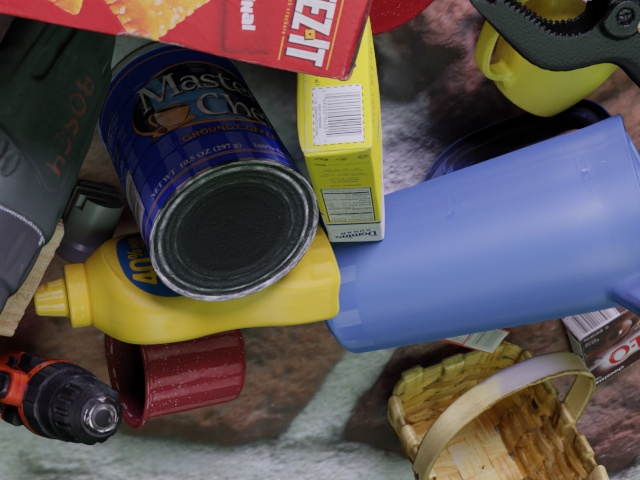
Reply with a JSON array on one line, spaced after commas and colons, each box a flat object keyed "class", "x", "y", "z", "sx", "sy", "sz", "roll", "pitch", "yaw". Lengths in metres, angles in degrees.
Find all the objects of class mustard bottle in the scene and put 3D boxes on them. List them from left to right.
[{"class": "mustard bottle", "x": -0.090, "y": 0.026, "z": 0.699, "sx": 0.191, "sy": 0.096, "sz": 0.058, "roll": -8, "pitch": 126, "yaw": -14}]

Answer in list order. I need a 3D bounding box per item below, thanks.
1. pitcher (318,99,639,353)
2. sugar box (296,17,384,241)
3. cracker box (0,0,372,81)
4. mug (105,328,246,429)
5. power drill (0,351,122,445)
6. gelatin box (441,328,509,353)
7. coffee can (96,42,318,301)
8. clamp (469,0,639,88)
[{"class": "pitcher", "x": 0.120, "y": -0.004, "z": 0.776, "sx": 0.243, "sy": 0.149, "sz": 0.145, "roll": -15, "pitch": 100, "yaw": 18}, {"class": "sugar box", "x": 0.017, "y": -0.067, "z": 0.669, "sx": 0.048, "sy": 0.093, "sz": 0.176, "roll": -3, "pitch": 164, "yaw": 8}, {"class": "cracker box", "x": -0.084, "y": -0.151, "z": 0.495, "sx": 0.213, "sy": 0.164, "sz": 0.072, "roll": 11, "pitch": 121, "yaw": -6}, {"class": "mug", "x": -0.104, "y": 0.078, "z": 0.788, "sx": 0.081, "sy": 0.093, "sz": 0.117, "roll": -8, "pitch": 138, "yaw": -28}, {"class": "power drill", "x": -0.235, "y": 0.086, "z": 0.684, "sx": 0.187, "sy": 0.185, "sz": 0.057, "roll": 22, "pitch": 77, "yaw": -32}, {"class": "gelatin box", "x": 0.105, "y": 0.052, "z": 0.883, "sx": 0.089, "sy": 0.073, "sz": 0.030, "roll": 18, "pitch": 118, "yaw": -37}, {"class": "coffee can", "x": -0.073, "y": -0.046, "z": 0.659, "sx": 0.102, "sy": 0.140, "sz": 0.103, "roll": -14, "pitch": 133, "yaw": -16}, {"class": "clamp", "x": 0.187, "y": -0.136, "z": 0.665, "sx": 0.210, "sy": 0.036, "sz": 0.165, "roll": 1, "pitch": 122, "yaw": -7}]
